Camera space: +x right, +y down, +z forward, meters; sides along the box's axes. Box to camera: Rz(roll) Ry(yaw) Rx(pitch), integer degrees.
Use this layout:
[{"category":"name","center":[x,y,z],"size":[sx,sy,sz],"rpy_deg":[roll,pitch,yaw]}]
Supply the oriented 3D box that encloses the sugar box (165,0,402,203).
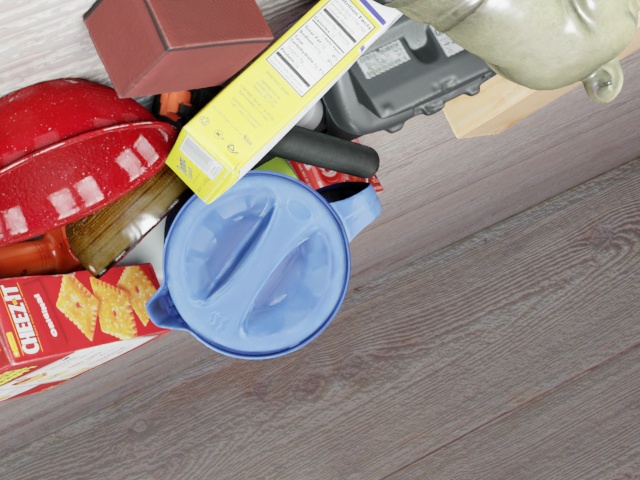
[{"category":"sugar box","center":[-0.016,-0.103,0.660],"size":[0.176,0.048,0.093],"rpy_deg":[-48,-174,-17]}]

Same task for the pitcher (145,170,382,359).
[{"category":"pitcher","center":[-0.056,0.001,0.853],"size":[0.149,0.145,0.243],"rpy_deg":[17,-177,-12]}]

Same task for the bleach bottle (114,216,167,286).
[{"category":"bleach bottle","center":[-0.189,0.027,1.085],"size":[0.102,0.068,0.251],"rpy_deg":[3,168,-19]}]

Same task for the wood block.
[{"category":"wood block","center":[0.199,-0.178,0.922],"size":[0.206,0.090,0.090],"rpy_deg":[-31,171,35]}]

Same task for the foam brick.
[{"category":"foam brick","center":[-0.077,-0.115,0.578],"size":[0.078,0.053,0.051],"rpy_deg":[-17,167,-46]}]

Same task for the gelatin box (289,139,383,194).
[{"category":"gelatin box","center":[0.016,-0.071,1.090],"size":[0.030,0.073,0.089],"rpy_deg":[-34,168,39]}]

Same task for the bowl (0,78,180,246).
[{"category":"bowl","center":[-0.171,-0.054,0.661],"size":[0.162,0.055,0.162],"rpy_deg":[-26,172,-4]}]

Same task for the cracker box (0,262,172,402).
[{"category":"cracker box","center":[-0.242,0.080,0.845],"size":[0.164,0.072,0.213],"rpy_deg":[-25,172,22]}]

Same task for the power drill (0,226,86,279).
[{"category":"power drill","center":[-0.249,0.011,0.834],"size":[0.187,0.057,0.185],"rpy_deg":[-16,171,-40]}]

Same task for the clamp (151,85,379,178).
[{"category":"clamp","center":[-0.051,-0.078,0.773],"size":[0.165,0.036,0.210],"rpy_deg":[5,173,14]}]
